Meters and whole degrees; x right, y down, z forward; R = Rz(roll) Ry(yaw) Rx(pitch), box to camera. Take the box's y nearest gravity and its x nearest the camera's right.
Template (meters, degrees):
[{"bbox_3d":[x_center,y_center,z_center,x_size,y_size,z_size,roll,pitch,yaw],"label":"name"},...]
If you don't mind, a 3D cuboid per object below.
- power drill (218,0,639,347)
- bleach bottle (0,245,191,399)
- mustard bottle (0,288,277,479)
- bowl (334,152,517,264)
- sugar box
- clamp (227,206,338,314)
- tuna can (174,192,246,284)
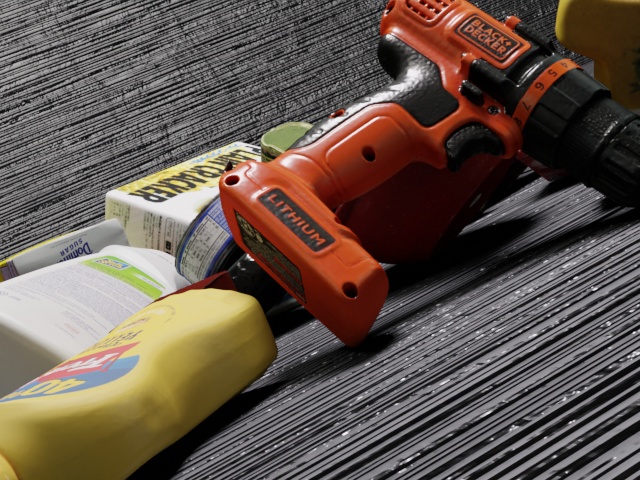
[{"bbox_3d":[0.058,-0.034,0.534,0.187,0.185,0.057,-40,-29,-19],"label":"power drill"},{"bbox_3d":[-0.132,0.052,0.665,0.068,0.102,0.250,-63,-9,16],"label":"bleach bottle"},{"bbox_3d":[-0.100,0.077,0.451,0.096,0.058,0.191,-17,8,28],"label":"mustard bottle"},{"bbox_3d":[0.074,-0.039,0.664,0.162,0.055,0.162,-48,-12,-14],"label":"bowl"},{"bbox_3d":[-0.223,0.020,0.913,0.093,0.048,0.176,-23,3,-22],"label":"sugar box"},{"bbox_3d":[-0.016,0.000,0.675,0.171,0.039,0.120,-46,-18,-9],"label":"clamp"},{"bbox_3d":[-0.055,0.001,0.712,0.086,0.034,0.086,-42,-21,-20],"label":"tuna can"}]
